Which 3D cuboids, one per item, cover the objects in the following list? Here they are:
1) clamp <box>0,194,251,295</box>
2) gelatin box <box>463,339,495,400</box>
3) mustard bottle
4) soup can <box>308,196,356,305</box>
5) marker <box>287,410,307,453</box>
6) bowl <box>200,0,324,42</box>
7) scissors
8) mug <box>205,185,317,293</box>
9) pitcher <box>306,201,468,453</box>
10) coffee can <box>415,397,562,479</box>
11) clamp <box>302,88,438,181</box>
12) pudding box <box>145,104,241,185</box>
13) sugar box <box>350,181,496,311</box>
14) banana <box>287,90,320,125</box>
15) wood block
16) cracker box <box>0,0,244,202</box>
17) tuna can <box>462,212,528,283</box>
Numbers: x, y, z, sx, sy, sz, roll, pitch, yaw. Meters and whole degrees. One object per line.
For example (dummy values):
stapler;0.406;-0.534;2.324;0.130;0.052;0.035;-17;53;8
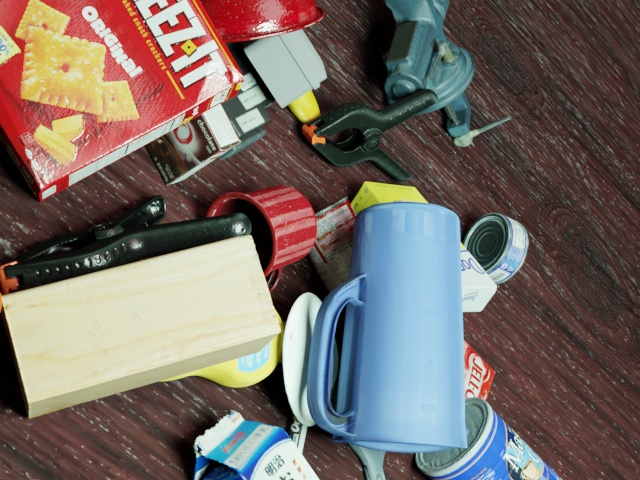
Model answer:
clamp;-0.175;0.005;0.928;0.209;0.165;0.036;-24;111;-39
gelatin box;0.163;0.165;1.245;0.073;0.030;0.089;46;45;-17
mustard bottle;-0.091;0.090;1.015;0.191;0.058;0.096;12;63;-40
soup can;0.024;0.012;1.160;0.068;0.069;0.102;-32;93;-48
marker;-0.021;0.179;1.067;0.020;0.020;0.121;35;49;-27
bowl;-0.078;-0.245;1.076;0.161;0.162;0.055;-35;126;-47
scissors;0.068;0.239;1.125;0.096;0.016;0.202;-16;81;-47
mug;-0.057;0.001;1.082;0.081;0.093;0.117;-20;115;-52
pitcher;0.074;0.087;1.063;0.149;0.145;0.243;43;49;-72
coffee can;0.187;0.255;1.168;0.140;0.103;0.102;45;45;-18
clamp;0.057;-0.115;1.256;0.171;0.039;0.120;-9;120;-24
pudding box;-0.141;-0.123;1.053;0.039;0.090;0.113;-32;94;-48
sugar box;0.116;0.006;1.216;0.093;0.048;0.176;2;39;-44
banana;-0.039;-0.223;1.244;0.069;0.037;0.198;7;65;-42
wood block;-0.150;0.070;0.883;0.205;0.091;0.090;-14;78;-19
cracker box;-0.201;-0.159;0.958;0.213;0.072;0.164;-31;92;-15
tuna can;0.217;0.009;1.337;0.033;0.086;0.086;24;54;-32
